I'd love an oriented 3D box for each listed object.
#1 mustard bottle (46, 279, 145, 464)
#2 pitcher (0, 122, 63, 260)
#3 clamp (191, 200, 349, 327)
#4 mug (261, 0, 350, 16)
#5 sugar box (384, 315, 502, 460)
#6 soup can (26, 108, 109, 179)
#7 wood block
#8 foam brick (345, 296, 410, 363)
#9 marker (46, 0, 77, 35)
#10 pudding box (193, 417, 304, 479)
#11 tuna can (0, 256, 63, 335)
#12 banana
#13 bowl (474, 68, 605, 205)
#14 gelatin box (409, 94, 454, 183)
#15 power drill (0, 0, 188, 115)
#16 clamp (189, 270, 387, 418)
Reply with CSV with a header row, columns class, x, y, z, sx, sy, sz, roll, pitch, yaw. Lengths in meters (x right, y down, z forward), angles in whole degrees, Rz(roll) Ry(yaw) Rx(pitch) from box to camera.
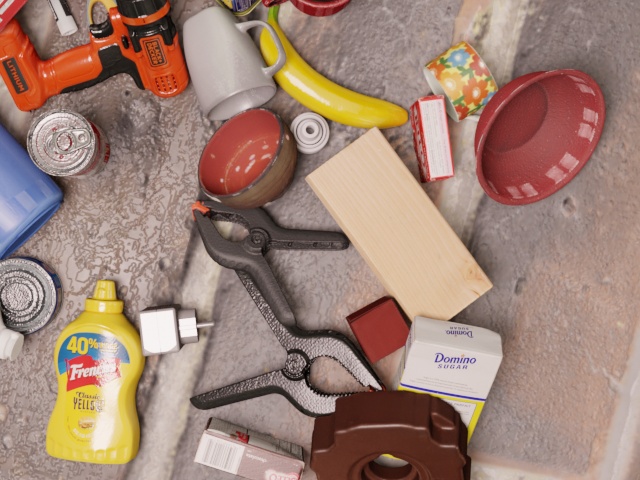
class,x,y,z,sx,sy,sz,roll,pitch,yaw
mustard bottle,-0.237,0.138,1.142,0.096,0.058,0.191,5,90,9
pitcher,-0.394,-0.089,1.109,0.243,0.149,0.145,46,74,-5
clamp,-0.058,0.001,1.146,0.171,0.039,0.120,39,63,11
mug,-0.009,-0.279,1.132,0.117,0.081,0.093,-30,92,-2
sugar box,0.122,0.161,1.115,0.093,0.048,0.176,12,126,-3
soup can,-0.261,-0.099,1.116,0.068,0.102,0.068,0,91,-2
wood block,0.081,-0.011,1.135,0.091,0.090,0.206,-37,92,-1
foam brick,0.063,0.094,1.141,0.053,0.078,0.051,-28,90,-2
marker,-0.295,-0.280,1.154,0.020,0.020,0.121,-24,91,-2
pudding box,-0.074,0.227,1.133,0.113,0.090,0.039,20,88,-2
tuna can,-0.323,0.060,1.150,0.086,0.034,0.086,0,91,-2
banana,0.002,-0.173,1.156,0.198,0.037,0.069,40,90,-2
bowl,0.220,-0.119,1.132,0.162,0.055,0.162,-16,130,-20
gelatin box,0.118,-0.107,1.142,0.030,0.073,0.089,-9,91,-2
power drill,-0.243,-0.212,1.097,0.187,0.057,0.184,-11,132,4
clamp,-0.033,0.140,1.144,0.210,0.036,0.164,26,93,12
